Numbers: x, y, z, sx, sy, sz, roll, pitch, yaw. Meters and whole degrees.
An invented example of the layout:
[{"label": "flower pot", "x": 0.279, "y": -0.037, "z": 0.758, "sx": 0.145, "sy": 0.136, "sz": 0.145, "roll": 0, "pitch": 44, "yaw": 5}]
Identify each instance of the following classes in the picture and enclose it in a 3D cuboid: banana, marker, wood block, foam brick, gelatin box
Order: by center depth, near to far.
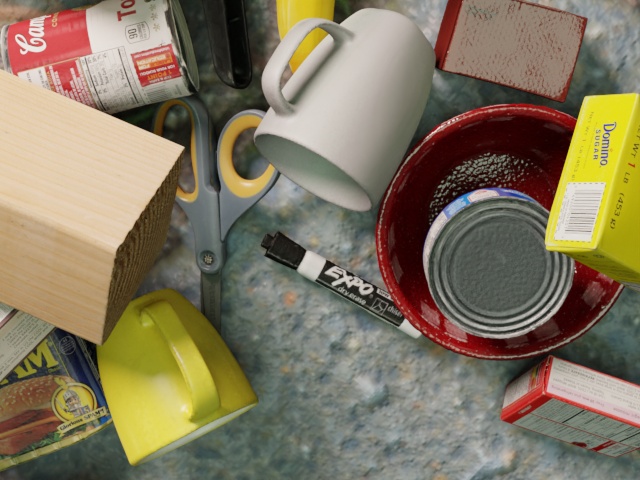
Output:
[{"label": "wood block", "x": -0.192, "y": -0.036, "z": 0.595, "sx": 0.206, "sy": 0.090, "sz": 0.090, "roll": 23, "pitch": 138, "yaw": 2}, {"label": "banana", "x": 0.016, "y": -0.191, "z": 0.637, "sx": 0.069, "sy": 0.037, "sz": 0.198, "roll": 29, "pitch": 102, "yaw": -8}, {"label": "foam brick", "x": 0.113, "y": -0.120, "z": 0.648, "sx": 0.078, "sy": 0.051, "sz": 0.053, "roll": 15, "pitch": 102, "yaw": -4}, {"label": "gelatin box", "x": 0.172, "y": 0.109, "z": 0.693, "sx": 0.089, "sy": 0.073, "sz": 0.030, "roll": 19, "pitch": 65, "yaw": -5}, {"label": "marker", "x": 0.015, "y": 0.028, "z": 0.700, "sx": 0.121, "sy": 0.020, "sz": 0.020, "roll": 29, "pitch": 102, "yaw": -7}]

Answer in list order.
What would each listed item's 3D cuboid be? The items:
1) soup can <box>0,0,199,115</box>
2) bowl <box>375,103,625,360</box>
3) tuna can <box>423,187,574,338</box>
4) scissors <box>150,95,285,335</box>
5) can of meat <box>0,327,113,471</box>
[{"label": "soup can", "x": -0.130, "y": -0.108, "z": 0.641, "sx": 0.102, "sy": 0.068, "sz": 0.068, "roll": -14, "pitch": 103, "yaw": 2}, {"label": "bowl", "x": 0.114, "y": -0.009, "z": 0.673, "sx": 0.162, "sy": 0.055, "sz": 0.162, "roll": 0, "pitch": 104, "yaw": 0}, {"label": "tuna can", "x": 0.104, "y": 0.013, "z": 0.631, "sx": 0.086, "sy": 0.034, "sz": 0.086, "roll": 0, "pitch": 104, "yaw": 0}, {"label": "scissors", "x": -0.054, "y": 0.001, "z": 0.686, "sx": 0.096, "sy": 0.016, "sz": 0.202, "roll": -9, "pitch": 104, "yaw": 18}, {"label": "can of meat", "x": -0.190, "y": 0.092, "z": 0.695, "sx": 0.102, "sy": 0.057, "sz": 0.084, "roll": -20, "pitch": 106, "yaw": 5}]
